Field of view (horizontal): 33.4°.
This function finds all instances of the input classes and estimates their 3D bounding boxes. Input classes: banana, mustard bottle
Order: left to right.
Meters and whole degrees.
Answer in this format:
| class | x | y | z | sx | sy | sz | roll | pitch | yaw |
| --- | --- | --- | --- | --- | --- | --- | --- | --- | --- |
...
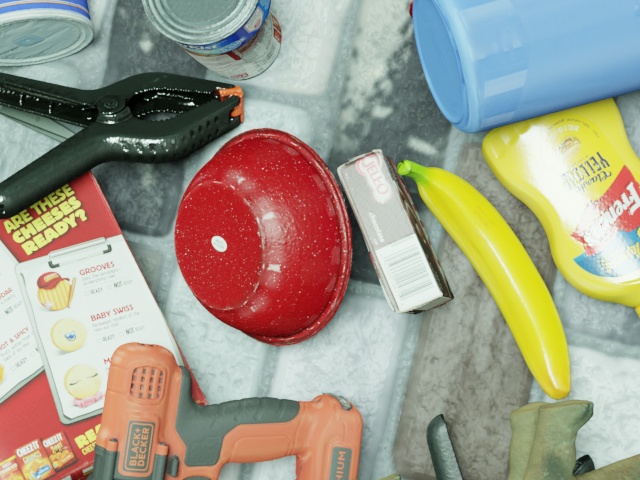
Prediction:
| class | x | y | z | sx | sy | sz | roll | pitch | yaw |
| --- | --- | --- | --- | --- | --- | --- | --- | --- | --- |
| banana | 0.123 | 0.021 | 0.762 | 0.198 | 0.069 | 0.037 | 55 | 133 | 5 |
| mustard bottle | 0.202 | -0.016 | 0.749 | 0.096 | 0.058 | 0.192 | -32 | 80 | 1 |

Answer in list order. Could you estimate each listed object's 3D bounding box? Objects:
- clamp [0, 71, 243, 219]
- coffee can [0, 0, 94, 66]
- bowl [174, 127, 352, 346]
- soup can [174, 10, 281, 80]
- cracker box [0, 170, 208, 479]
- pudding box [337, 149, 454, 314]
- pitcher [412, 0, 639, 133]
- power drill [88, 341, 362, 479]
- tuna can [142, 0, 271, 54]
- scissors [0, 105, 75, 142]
| class | x | y | z | sx | sy | sz | roll | pitch | yaw |
| --- | --- | --- | --- | --- | --- | --- | --- | --- | --- |
| clamp | -0.160 | -0.082 | 0.802 | 0.210 | 0.036 | 0.164 | -5 | 45 | -8 |
| coffee can | -0.241 | -0.221 | 0.840 | 0.103 | 0.102 | 0.140 | -13 | 82 | 11 |
| bowl | -0.055 | 0.001 | 0.767 | 0.162 | 0.055 | 0.162 | 8 | 102 | 40 |
| soup can | -0.073 | -0.163 | 0.798 | 0.068 | 0.102 | 0.068 | -1 | 85 | 12 |
| cracker box | -0.205 | 0.069 | 0.798 | 0.164 | 0.072 | 0.214 | -25 | 79 | -17 |
| pudding box | 0.055 | -0.004 | 0.764 | 0.039 | 0.090 | 0.113 | -22 | 82 | 11 |
| pitcher | 0.186 | -0.165 | 0.695 | 0.242 | 0.145 | 0.149 | -18 | 56 | -6 |
| power drill | -0.069 | 0.170 | 0.748 | 0.187 | 0.057 | 0.184 | 8 | 90 | -22 |
| tuna can | -0.077 | -0.171 | 0.729 | 0.086 | 0.033 | 0.086 | -1 | 85 | 12 |
| scissors | -0.289 | -0.105 | 0.885 | 0.202 | 0.016 | 0.096 | 42 | 96 | 13 |
